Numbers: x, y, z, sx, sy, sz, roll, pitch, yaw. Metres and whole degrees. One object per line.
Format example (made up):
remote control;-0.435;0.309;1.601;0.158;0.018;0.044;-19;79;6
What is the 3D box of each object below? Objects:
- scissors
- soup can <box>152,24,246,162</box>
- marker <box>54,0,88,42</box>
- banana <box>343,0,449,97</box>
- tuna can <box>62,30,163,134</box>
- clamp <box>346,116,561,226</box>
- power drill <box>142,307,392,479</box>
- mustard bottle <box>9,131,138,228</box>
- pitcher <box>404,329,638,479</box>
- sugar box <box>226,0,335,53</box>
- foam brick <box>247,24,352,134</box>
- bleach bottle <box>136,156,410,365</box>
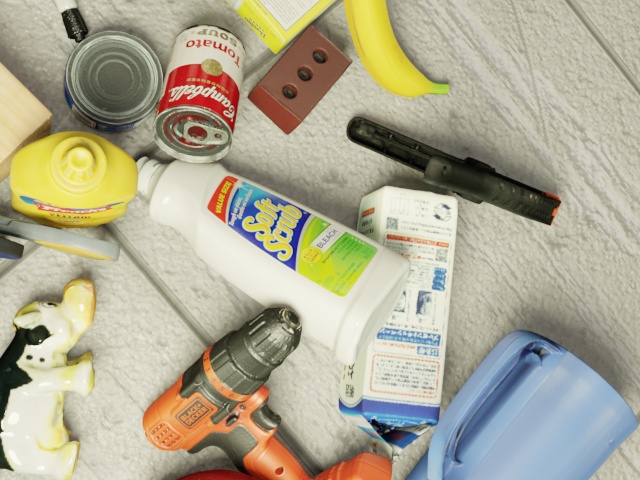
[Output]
scissors;-0.260;-0.011;0.877;0.202;0.096;0.016;14;82;2
soup can;-0.102;-0.126;0.911;0.068;0.069;0.102;16;52;-13
marker;-0.231;-0.230;0.931;0.020;0.020;0.121;-21;90;-16
banana;0.055;-0.205;0.972;0.069;0.037;0.197;-36;121;-19
tuna can;-0.180;-0.138;0.928;0.086;0.034;0.086;2;84;-15
clamp;0.138;-0.053;0.957;0.209;0.165;0.036;20;100;-22
power drill;-0.031;0.156;0.882;0.187;0.185;0.057;43;32;-10
mustard bottle;-0.192;-0.047;0.833;0.096;0.192;0.058;5;83;-15
pitcher;0.148;0.200;0.931;0.149;0.145;0.242;43;78;4
sugar box;-0.007;-0.264;0.983;0.176;0.048;0.093;-44;96;-19
foam brick;-0.020;-0.145;0.963;0.053;0.051;0.078;40;76;-8
bleach bottle;-0.056;0.001;0.891;0.251;0.068;0.102;28;48;15
